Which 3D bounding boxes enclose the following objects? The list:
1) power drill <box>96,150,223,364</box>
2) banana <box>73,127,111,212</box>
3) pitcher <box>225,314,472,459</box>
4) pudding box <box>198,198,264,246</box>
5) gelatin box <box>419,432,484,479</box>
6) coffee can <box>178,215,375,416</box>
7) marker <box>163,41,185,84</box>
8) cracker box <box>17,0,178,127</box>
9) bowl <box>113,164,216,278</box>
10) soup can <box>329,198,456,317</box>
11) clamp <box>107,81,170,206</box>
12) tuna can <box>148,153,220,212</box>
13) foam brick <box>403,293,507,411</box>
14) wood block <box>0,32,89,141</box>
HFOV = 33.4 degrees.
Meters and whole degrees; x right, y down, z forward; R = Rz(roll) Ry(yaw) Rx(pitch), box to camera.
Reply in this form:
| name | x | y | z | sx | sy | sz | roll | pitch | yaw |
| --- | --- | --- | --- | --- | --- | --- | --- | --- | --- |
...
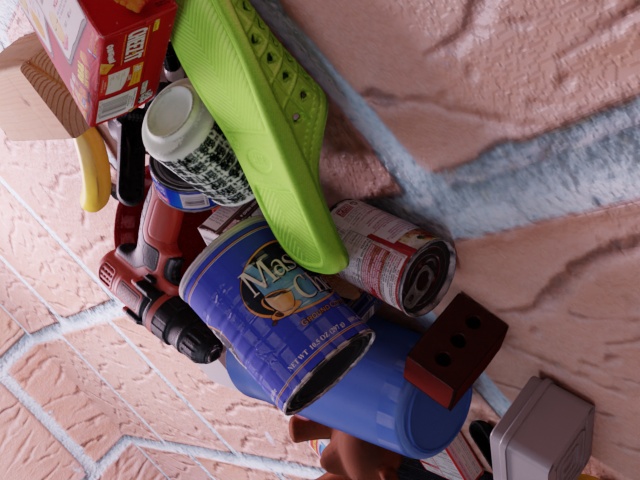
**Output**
| name | x | y | z | sx | sy | sz | roll | pitch | yaw |
| --- | --- | --- | --- | --- | --- | --- | --- | --- | --- |
| power drill | -0.143 | 0.011 | 1.083 | 0.185 | 0.057 | 0.188 | 35 | 113 | 31 |
| banana | -0.284 | -0.087 | 1.325 | 0.070 | 0.037 | 0.198 | 58 | 157 | 31 |
| pitcher | 0.035 | 0.130 | 1.069 | 0.243 | 0.149 | 0.145 | 17 | 131 | 44 |
| pudding box | -0.057 | 0.001 | 1.024 | 0.039 | 0.090 | 0.113 | 25 | 151 | 37 |
| gelatin box | 0.132 | 0.227 | 1.179 | 0.073 | 0.030 | 0.089 | 10 | 139 | 53 |
| coffee can | -0.037 | 0.063 | 0.907 | 0.140 | 0.102 | 0.103 | 46 | 160 | 17 |
| marker | -0.132 | -0.142 | 0.994 | 0.020 | 0.020 | 0.121 | 35 | 157 | 22 |
| cracker box | -0.197 | -0.219 | 0.835 | 0.214 | 0.072 | 0.164 | 59 | 159 | 8 |
| bowl | -0.151 | -0.006 | 1.160 | 0.162 | 0.055 | 0.162 | 2 | 94 | 38 |
| soup can | 0.052 | 0.013 | 0.882 | 0.102 | 0.068 | 0.068 | 27 | 153 | 38 |
| clamp | -0.177 | -0.109 | 1.004 | 0.039 | 0.120 | 0.172 | 18 | -165 | -25 |
| tuna can | -0.118 | -0.071 | 1.008 | 0.086 | 0.086 | 0.034 | 34 | 155 | 24 |
| foam brick | 0.115 | 0.095 | 0.907 | 0.053 | 0.078 | 0.051 | 35 | 156 | 18 |
| wood block | -0.293 | -0.166 | 1.139 | 0.206 | 0.090 | 0.090 | 8 | 137 | 57 |
